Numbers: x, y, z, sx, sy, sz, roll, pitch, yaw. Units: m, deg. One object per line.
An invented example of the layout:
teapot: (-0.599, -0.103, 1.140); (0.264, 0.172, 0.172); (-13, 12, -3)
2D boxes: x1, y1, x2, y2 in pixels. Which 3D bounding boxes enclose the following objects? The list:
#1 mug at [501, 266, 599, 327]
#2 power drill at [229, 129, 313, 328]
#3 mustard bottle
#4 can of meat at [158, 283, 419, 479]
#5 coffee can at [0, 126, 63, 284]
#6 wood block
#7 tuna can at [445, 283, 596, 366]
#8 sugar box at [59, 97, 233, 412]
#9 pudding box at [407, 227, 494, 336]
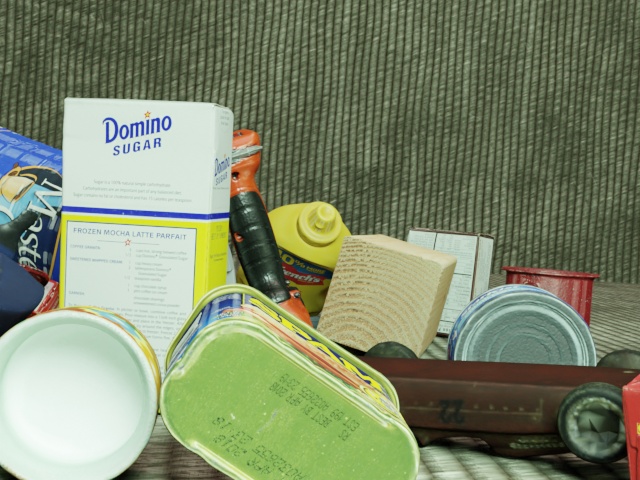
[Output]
mug: (0.211, 0.069, 1.016); (0.093, 0.081, 0.117); (5, 2, 32)
power drill: (-0.056, 0.001, 0.910); (0.057, 0.187, 0.184); (-19, 9, -7)
mustard bottle: (-0.018, 0.012, 1.027); (0.096, 0.058, 0.192); (26, -28, -4)
can of meat: (-0.014, 0.066, 0.419); (0.102, 0.057, 0.084); (35, 1, -5)
coffee can: (-0.203, -0.017, 0.803); (0.140, 0.103, 0.102); (21, 6, 17)
wood block: (0.068, 0.049, 0.989); (0.090, 0.091, 0.206); (16, 3, 10)
tuna can: (0.119, 0.070, 0.633); (0.086, 0.086, 0.034); (4, 3, 2)
sugar box: (-0.101, 0.008, 0.617); (0.093, 0.176, 0.048); (4, 2, 12)
pudding box: (0.132, 0.045, 1.134); (0.090, 0.113, 0.039); (6, -1, 35)
